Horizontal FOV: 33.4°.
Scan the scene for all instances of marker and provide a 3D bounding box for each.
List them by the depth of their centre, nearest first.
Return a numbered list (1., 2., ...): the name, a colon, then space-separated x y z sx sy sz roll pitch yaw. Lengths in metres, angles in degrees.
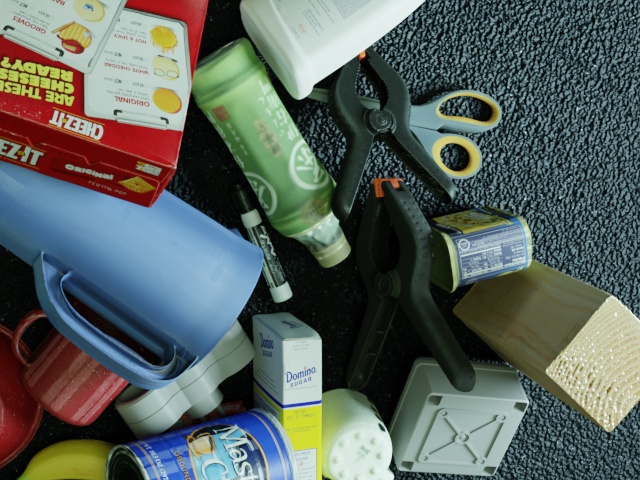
1. marker: -0.057 0.001 1.008 0.020 0.020 0.121 -24 105 -9

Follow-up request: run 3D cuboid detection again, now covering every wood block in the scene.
1. wood block: 0.219 0.086 0.997 0.090 0.206 0.090 41 88 -18

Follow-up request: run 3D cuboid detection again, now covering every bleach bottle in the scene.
1. bleach bottle: 0.057 -0.234 0.959 0.250 0.068 0.102 -33 78 -8

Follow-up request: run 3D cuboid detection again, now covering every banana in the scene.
1. banana: -0.187 0.227 0.995 0.198 0.037 0.069 16 92 -1

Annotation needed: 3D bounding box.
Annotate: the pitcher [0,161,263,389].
1. pitcher: -0.182 0.006 0.910 0.242 0.149 0.145 35 95 -17

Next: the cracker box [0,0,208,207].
1. cracker box: -0.187 -0.147 0.859 0.164 0.072 0.213 18 53 -17

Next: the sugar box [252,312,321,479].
1. sugar box: -0.031 0.164 1.007 0.048 0.093 0.176 -2 102 -21

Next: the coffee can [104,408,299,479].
1. coffee can: -0.104 0.213 0.939 0.140 0.103 0.103 -10 104 -33

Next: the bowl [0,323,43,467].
1. bowl: -0.327 0.148 0.948 0.162 0.055 0.162 -3 101 -14

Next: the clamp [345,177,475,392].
1. clamp: 0.067 0.048 1.011 0.036 0.165 0.210 -3 79 -39

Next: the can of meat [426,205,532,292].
1. can of meat: 0.142 0.005 1.018 0.083 0.102 0.057 -14 105 -14

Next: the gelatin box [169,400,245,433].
1. gelatin box: -0.107 0.202 1.028 0.073 0.030 0.089 -4 102 -14

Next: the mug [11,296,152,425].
1. mug: -0.219 0.104 0.946 0.117 0.093 0.081 37 98 -31

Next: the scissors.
1. scissors: 0.078 -0.103 1.025 0.201 0.016 0.096 -4 102 -13

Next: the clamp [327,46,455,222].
1. clamp: 0.043 -0.097 0.974 0.120 0.039 0.171 -18 79 -27
